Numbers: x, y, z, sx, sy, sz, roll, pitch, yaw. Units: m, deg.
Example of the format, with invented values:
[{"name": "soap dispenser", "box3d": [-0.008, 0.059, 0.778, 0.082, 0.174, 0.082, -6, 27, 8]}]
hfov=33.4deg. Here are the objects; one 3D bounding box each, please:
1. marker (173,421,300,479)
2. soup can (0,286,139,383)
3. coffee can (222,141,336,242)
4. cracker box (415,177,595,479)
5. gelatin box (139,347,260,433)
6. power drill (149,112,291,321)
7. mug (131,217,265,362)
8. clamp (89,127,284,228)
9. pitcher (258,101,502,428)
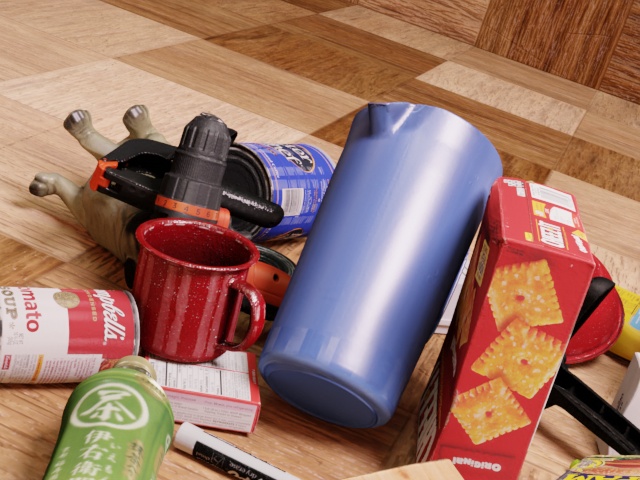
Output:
[{"name": "marker", "box3d": [-0.043, 0.156, 0.721, 0.121, 0.020, 0.020, 23, 21, 15]}, {"name": "soup can", "box3d": [-0.189, 0.067, 0.762, 0.102, 0.068, 0.069, 4, 25, -30]}, {"name": "coffee can", "box3d": [-0.055, -0.049, 1.094, 0.103, 0.103, 0.140, 28, 17, 25]}, {"name": "cracker box", "box3d": [0.129, 0.076, 0.788, 0.072, 0.214, 0.164, 17, 20, 2]}, {"name": "gelatin box", "box3d": [-0.091, 0.107, 0.792, 0.089, 0.030, 0.073, 10, 22, -11]}, {"name": "power drill", "box3d": [-0.056, 0.001, 0.901, 0.187, 0.184, 0.057, 15, 5, -28]}, {"name": "mug", "box3d": [-0.089, 0.042, 0.795, 0.117, 0.081, 0.093, 25, 22, 27]}, {"name": "clamp", "box3d": [-0.122, -0.063, 0.939, 0.171, 0.039, 0.120, 8, 36, -33]}, {"name": "pitcher", "box3d": [0.050, 0.025, 0.845, 0.149, 0.145, 0.242, 27, 64, -5]}]
